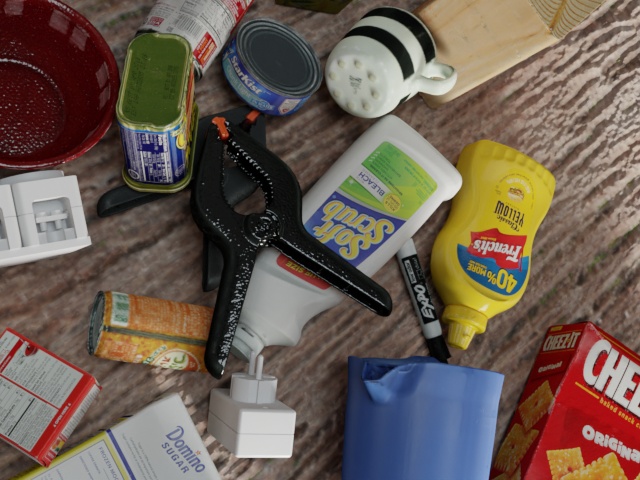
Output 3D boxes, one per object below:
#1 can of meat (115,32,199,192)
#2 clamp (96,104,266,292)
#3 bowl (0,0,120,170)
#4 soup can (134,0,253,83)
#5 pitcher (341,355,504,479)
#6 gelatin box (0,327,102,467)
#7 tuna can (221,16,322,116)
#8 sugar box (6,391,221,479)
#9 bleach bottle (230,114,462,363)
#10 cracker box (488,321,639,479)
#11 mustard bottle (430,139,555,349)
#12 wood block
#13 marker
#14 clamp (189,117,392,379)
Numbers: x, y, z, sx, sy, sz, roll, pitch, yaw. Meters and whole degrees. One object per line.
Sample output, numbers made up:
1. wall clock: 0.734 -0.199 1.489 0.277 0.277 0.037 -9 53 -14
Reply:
1. can of meat: -0.131 -0.104 0.858 0.057 0.084 0.102 4 58 -1
2. clamp: -0.107 -0.053 0.905 0.120 0.039 0.171 31 63 -14
3. bowl: -0.242 -0.117 0.840 0.162 0.055 0.162 8 65 -18
4. soup can: -0.105 -0.194 0.913 0.068 0.069 0.102 35 70 -14
5. pitcher: 0.082 0.220 0.898 0.149 0.145 0.243 8 81 -9
6. gelatin box: -0.224 0.118 0.812 0.089 0.030 0.073 26 68 18
7. tuna can: -0.043 -0.151 0.934 0.086 0.034 0.086 19 50 -25
8. sugar box: -0.171 0.199 0.832 0.176 0.048 0.093 -26 92 -27
9. bleach bottle: 0.012 0.009 0.931 0.102 0.068 0.250 42 70 -5
10. cracker box: 0.255 0.207 0.994 0.164 0.072 0.213 33 70 -15
11. mustard bottle: 0.152 0.009 0.992 0.096 0.058 0.191 26 73 -22
12. wood block: 0.152 -0.201 0.946 0.090 0.206 0.090 -41 98 -24
13. marker: 0.094 0.058 0.981 0.020 0.020 0.121 -18 88 -24
14. clamp: -0.056 0.001 0.864 0.164 0.036 0.210 -26 81 -24
